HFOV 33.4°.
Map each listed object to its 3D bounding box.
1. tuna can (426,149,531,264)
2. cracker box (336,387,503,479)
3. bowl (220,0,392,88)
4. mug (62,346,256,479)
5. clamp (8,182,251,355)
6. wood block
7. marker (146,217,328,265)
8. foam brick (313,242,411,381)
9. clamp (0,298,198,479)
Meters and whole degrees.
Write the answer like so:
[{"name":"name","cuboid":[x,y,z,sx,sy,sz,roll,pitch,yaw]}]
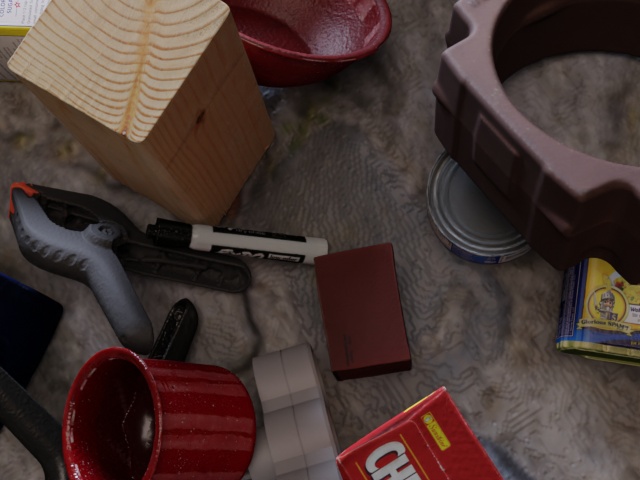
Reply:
[{"name":"tuna can","cuboid":[0.113,-0.028,0.713,0.086,0.034,0.086,-1,78,5]},{"name":"cracker box","cuboid":[0.079,0.174,0.579,0.072,0.213,0.164,-33,77,-3]},{"name":"bowl","cuboid":[-0.036,-0.153,0.719,0.162,0.055,0.162,15,42,-14]},{"name":"mug","cuboid":[-0.096,0.123,0.631,0.093,0.081,0.117,23,98,44]},{"name":"clamp","cuboid":[-0.133,0.007,0.710,0.172,0.120,0.039,36,119,25]},{"name":"wood block","cuboid":[-0.097,-0.084,0.655,0.090,0.206,0.091,31,81,10]},{"name":"marker","cuboid":[-0.055,0.001,0.705,0.121,0.020,0.020,7,77,-17]},{"name":"foam brick","cuboid":[0.028,0.048,0.695,0.053,0.051,0.078,-9,77,4]},{"name":"clamp","cuboid":[-0.146,0.142,0.666,0.164,0.036,0.210,0,82,-33]}]
